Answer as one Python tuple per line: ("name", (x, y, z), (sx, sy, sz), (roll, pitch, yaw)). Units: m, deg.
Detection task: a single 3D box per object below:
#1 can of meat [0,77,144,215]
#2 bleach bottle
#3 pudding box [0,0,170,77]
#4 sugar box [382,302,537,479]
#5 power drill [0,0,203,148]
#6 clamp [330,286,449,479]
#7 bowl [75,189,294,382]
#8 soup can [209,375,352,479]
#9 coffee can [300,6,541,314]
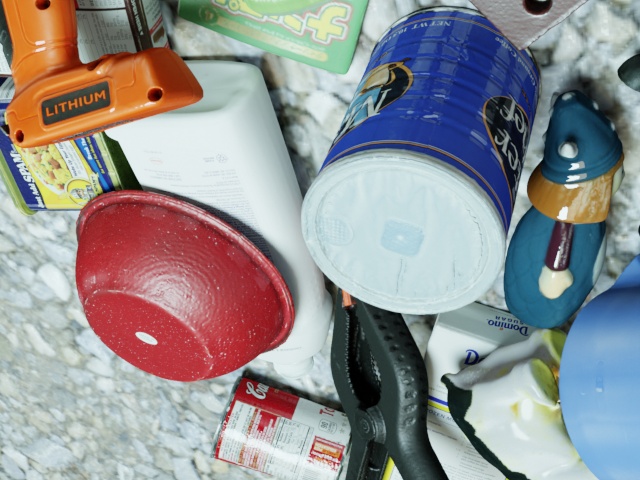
("can of meat", (-0.165, -0.065, 0.699), (0.084, 0.057, 0.102), (1, 131, 18))
("bleach bottle", (-0.055, 0.001, 0.714), (0.103, 0.068, 0.251), (3, 134, 23))
("pudding box", (-0.154, -0.142, 0.637), (0.114, 0.039, 0.090), (7, 132, 18))
("sugar box", (0.107, 0.127, 0.763), (0.093, 0.048, 0.176), (20, 125, 6))
("power drill", (-0.124, -0.153, 0.556), (0.185, 0.057, 0.187), (-14, 94, 24))
("clamp", (0.051, 0.129, 0.730), (0.165, 0.036, 0.210), (8, 108, 58))
("bowl", (-0.100, 0.043, 0.696), (0.162, 0.055, 0.162), (18, 143, 14))
("soup can", (-0.028, 0.155, 0.840), (0.102, 0.068, 0.069), (19, 135, 4))
("coffee can", (0.058, -0.045, 0.570), (0.103, 0.140, 0.103), (11, 134, 12))
